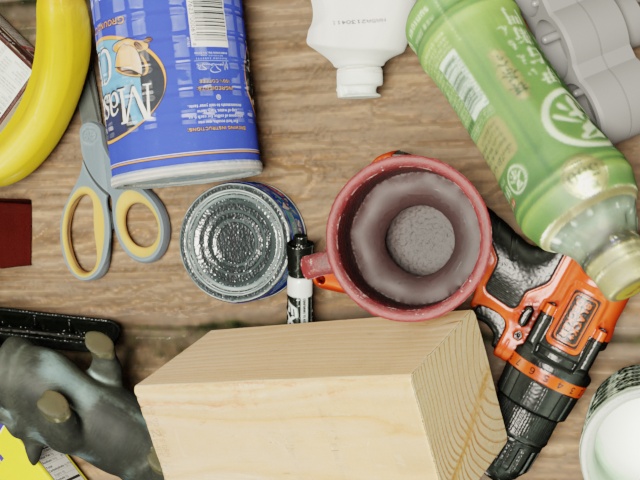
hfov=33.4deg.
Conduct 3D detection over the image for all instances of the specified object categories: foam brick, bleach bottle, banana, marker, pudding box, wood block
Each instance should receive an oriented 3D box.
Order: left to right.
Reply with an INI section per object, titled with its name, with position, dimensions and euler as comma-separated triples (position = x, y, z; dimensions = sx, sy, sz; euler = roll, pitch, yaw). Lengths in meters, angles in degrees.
[foam brick]
position = -0.264, -0.007, 0.802
dimensions = 0.078, 0.053, 0.051
euler = 3, 93, 17
[pudding box]
position = -0.263, -0.112, 0.805
dimensions = 0.090, 0.039, 0.114
euler = 43, 105, 11
[banana]
position = -0.199, -0.104, 0.751
dimensions = 0.037, 0.069, 0.198
euler = 43, 118, 16
[marker]
position = -0.014, 0.053, 0.727
dimensions = 0.020, 0.020, 0.121
euler = 7, 111, 17
[wood block]
position = -0.002, 0.108, 0.668
dimensions = 0.206, 0.090, 0.090
euler = -7, 106, 34
[bleach bottle]
position = 0.014, -0.220, 0.703
dimensions = 0.103, 0.068, 0.251
euler = -1, 94, 17

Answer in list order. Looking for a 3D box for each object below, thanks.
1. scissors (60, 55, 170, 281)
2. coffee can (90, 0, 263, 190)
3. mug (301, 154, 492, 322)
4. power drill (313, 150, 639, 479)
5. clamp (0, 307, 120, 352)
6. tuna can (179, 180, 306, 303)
[scissors]
position = -0.150, -0.068, 0.783
dimensions = 0.096, 0.016, 0.202
euler = 8, 95, 17
[coffee can]
position = -0.097, -0.109, 0.720
dimensions = 0.103, 0.102, 0.140
euler = -7, 90, 17
[mug]
position = 0.045, 0.003, 0.630
dimensions = 0.117, 0.081, 0.093
euler = -19, 86, 12
[power drill]
position = 0.093, 0.040, 0.693
dimensions = 0.188, 0.057, 0.184
euler = 29, 96, 11
[clamp]
position = -0.273, 0.047, 0.779
dimensions = 0.210, 0.036, 0.164
euler = -17, 129, 27
[tuna can]
position = -0.055, 0.001, 0.747
dimensions = 0.086, 0.033, 0.086
euler = 1, 92, 17
